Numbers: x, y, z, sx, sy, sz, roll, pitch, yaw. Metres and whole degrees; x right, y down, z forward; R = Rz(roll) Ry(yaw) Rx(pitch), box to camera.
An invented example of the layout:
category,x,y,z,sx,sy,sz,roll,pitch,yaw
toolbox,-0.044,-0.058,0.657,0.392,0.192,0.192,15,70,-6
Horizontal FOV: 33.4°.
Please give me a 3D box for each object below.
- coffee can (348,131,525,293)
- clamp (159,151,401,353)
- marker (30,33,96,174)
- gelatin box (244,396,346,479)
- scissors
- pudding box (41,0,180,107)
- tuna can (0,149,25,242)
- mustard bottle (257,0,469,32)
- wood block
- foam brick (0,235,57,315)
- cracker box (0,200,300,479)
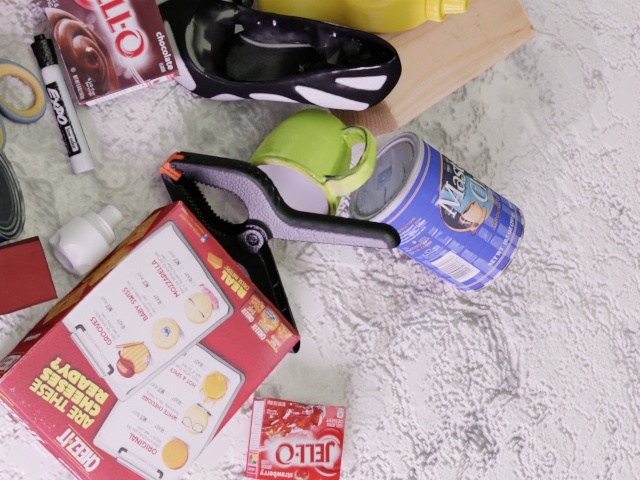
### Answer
category,x,y,z,sx,sy,sz,roll,pitch,yaw
coffee can,0.113,-0.026,1.037,0.140,0.103,0.102,32,69,-23
clamp,-0.056,0.001,0.946,0.210,0.165,0.036,32,29,-4
marker,-0.219,-0.116,0.904,0.020,0.020,0.121,-20,94,-31
gelatin box,-0.021,0.184,0.975,0.089,0.030,0.073,12,78,-28
scissors,-0.292,-0.164,0.870,0.096,0.016,0.202,-23,96,-32
pudding box,-0.179,-0.180,0.905,0.090,0.039,0.113,-19,95,-2
tuna can,-0.266,-0.037,0.830,0.034,0.086,0.086,-17,93,9
mustard bottle,0.043,-0.233,0.980,0.058,0.192,0.096,84,27,-46
wood block,0.103,-0.187,1.059,0.205,0.091,0.090,-35,102,-29
foam brick,-0.247,0.031,0.836,0.052,0.078,0.051,-18,94,-29
cracker box,-0.145,0.098,0.891,0.164,0.072,0.213,49,64,-15
